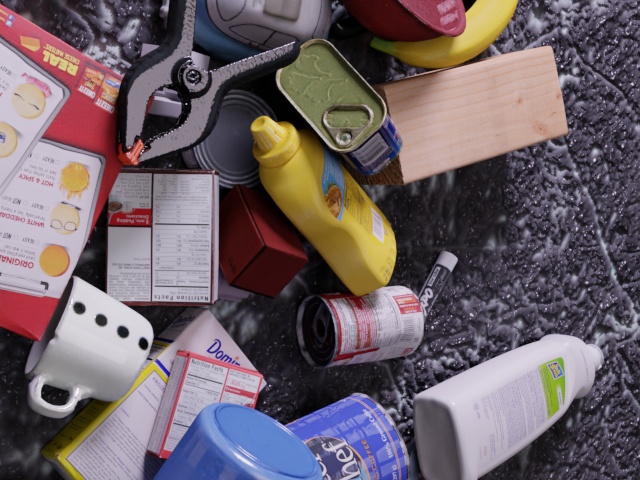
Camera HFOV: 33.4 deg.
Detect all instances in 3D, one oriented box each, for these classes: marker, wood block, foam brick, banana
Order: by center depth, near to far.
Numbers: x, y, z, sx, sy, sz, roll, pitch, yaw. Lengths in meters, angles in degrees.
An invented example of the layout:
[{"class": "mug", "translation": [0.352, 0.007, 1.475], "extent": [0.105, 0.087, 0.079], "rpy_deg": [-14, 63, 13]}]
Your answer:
[{"class": "foam brick", "translation": [-0.056, 0.001, 0.909], "extent": [0.051, 0.078, 0.053], "rpy_deg": [19, 124, -41]}, {"class": "banana", "translation": [0.137, -0.208, 1.000], "extent": [0.197, 0.037, 0.069], "rpy_deg": [-35, 84, -30]}, {"class": "wood block", "translation": [0.125, -0.120, 1.019], "extent": [0.205, 0.091, 0.090], "rpy_deg": [-18, 101, -30]}, {"class": "marker", "translation": [0.100, 0.066, 1.051], "extent": [0.020, 0.020, 0.121], "rpy_deg": [37, 73, -27]}]

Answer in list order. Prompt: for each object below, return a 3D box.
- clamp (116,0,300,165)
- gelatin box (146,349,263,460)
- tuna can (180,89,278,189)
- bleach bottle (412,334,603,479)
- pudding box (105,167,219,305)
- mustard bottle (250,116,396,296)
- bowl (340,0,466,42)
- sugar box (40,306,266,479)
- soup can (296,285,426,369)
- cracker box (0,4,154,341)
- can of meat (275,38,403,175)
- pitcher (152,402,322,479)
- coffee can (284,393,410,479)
[{"class": "clamp", "translation": [-0.107, -0.136, 0.822], "extent": [0.120, 0.039, 0.171], "rpy_deg": [46, 73, -11]}, {"class": "gelatin box", "translation": [-0.094, 0.141, 0.876], "extent": [0.073, 0.030, 0.089], "rpy_deg": [21, 79, -31]}, {"class": "tuna can", "translation": [-0.079, -0.087, 0.928], "extent": [0.086, 0.034, 0.086], "rpy_deg": [-1, 92, -31]}, {"class": "bleach bottle", "translation": [0.204, 0.163, 1.085], "extent": [0.250, 0.068, 0.102], "rpy_deg": [-17, 103, -38]}, {"class": "pudding box", "translation": [-0.129, -0.003, 0.876], "extent": [0.090, 0.039, 0.113], "rpy_deg": [1, 93, -1]}, {"class": "mustard bottle", "translation": [-0.002, -0.040, 0.922], "extent": [0.191, 0.058, 0.096], "rpy_deg": [49, 29, -41]}, {"class": "bowl", "translation": [0.055, -0.229, 0.929], "extent": [0.162, 0.055, 0.162], "rpy_deg": [35, 35, -30]}, {"class": "sugar box", "translation": [-0.136, 0.147, 0.895], "extent": [0.176, 0.048, 0.093], "rpy_deg": [-46, 113, -26]}, {"class": "soup can", "translation": [0.038, 0.079, 0.985], "extent": [0.102, 0.069, 0.068], "rpy_deg": [-5, 94, -32]}, {"class": "cracker box", "translation": [-0.247, -0.055, 0.805], "extent": [0.164, 0.072, 0.213], "rpy_deg": [29, 77, -29]}, {"class": "can of meat", "translation": [0.019, -0.108, 0.898], "extent": [0.057, 0.084, 0.102], "rpy_deg": [-42, 69, 4]}, {"class": "pitcher", "translation": [-0.106, 0.249, 0.809], "extent": [0.144, 0.149, 0.243], "rpy_deg": [27, 102, -22]}, {"class": "coffee can", "translation": [-0.007, 0.207, 0.941], "extent": [0.140, 0.103, 0.103], "rpy_deg": [-19, 101, -30]}]
